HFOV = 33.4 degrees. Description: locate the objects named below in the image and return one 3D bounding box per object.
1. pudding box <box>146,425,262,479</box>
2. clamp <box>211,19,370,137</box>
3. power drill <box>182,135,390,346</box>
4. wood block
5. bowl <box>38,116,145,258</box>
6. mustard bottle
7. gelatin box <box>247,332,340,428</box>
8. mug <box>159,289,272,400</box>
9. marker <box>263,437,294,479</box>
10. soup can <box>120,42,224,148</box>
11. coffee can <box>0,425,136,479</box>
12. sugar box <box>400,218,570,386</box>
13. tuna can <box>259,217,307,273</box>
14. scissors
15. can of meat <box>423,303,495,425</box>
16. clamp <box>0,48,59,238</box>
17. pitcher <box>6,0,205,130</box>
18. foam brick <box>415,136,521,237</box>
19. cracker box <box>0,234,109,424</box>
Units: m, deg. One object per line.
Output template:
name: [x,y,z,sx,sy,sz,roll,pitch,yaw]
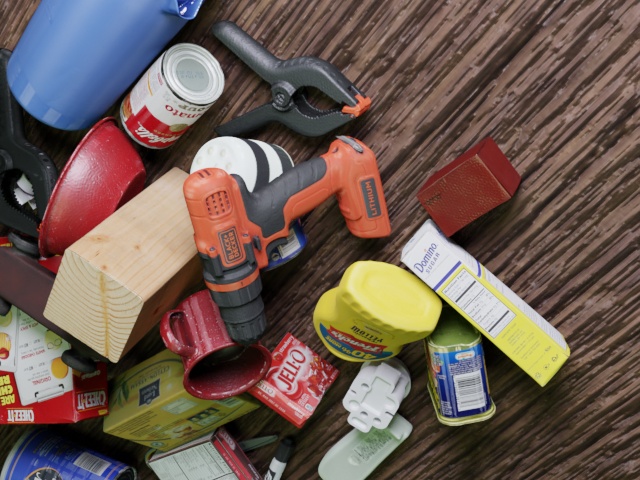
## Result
pudding box: [-0.139,0.275,1.277,0.114,0.039,0.090,-25,105,30]
clamp: [-0.037,-0.135,1.036,0.172,0.039,0.120,24,130,20]
power drill: [-0.027,-0.006,1.015,0.057,0.187,0.184,37,146,54]
wood block: [-0.174,0.019,1.078,0.090,0.205,0.091,33,124,6]
bowl: [-0.226,-0.044,1.100,0.055,0.162,0.162,26,124,2]
mustard bottle: [0.044,0.080,1.066,0.096,0.058,0.192,24,157,-7]
gelatin box: [-0.029,0.150,1.149,0.073,0.089,0.030,36,125,4]
mug: [-0.114,0.101,1.086,0.093,0.117,0.081,-48,46,27]
marker: [-0.059,0.285,1.256,0.020,0.020,0.121,26,104,11]
soup can: [-0.146,-0.141,1.049,0.068,0.068,0.102,50,142,-6]
coffee can: [-0.321,0.309,1.361,0.140,0.102,0.103,20,122,14]
sugar box: [0.154,0.056,1.010,0.176,0.093,0.048,39,100,1]
tuna can: [-0.057,0.001,1.088,0.086,0.086,0.034,-12,112,29]
scissors: [-0.126,0.279,1.307,0.202,0.016,0.096,-6,114,27]
can of meat: [0.133,0.119,1.052,0.057,0.102,0.084,-11,110,1]
clamp: [-0.349,-0.079,1.159,0.165,0.036,0.210,-34,78,21]
pitcher: [-0.207,-0.224,1.025,0.145,0.149,0.243,37,130,-15]
foam brick: [0.138,-0.050,0.991,0.078,0.051,0.053,-34,98,34]
cracker box: [-0.329,0.100,1.227,0.164,0.072,0.214,-6,86,28]
